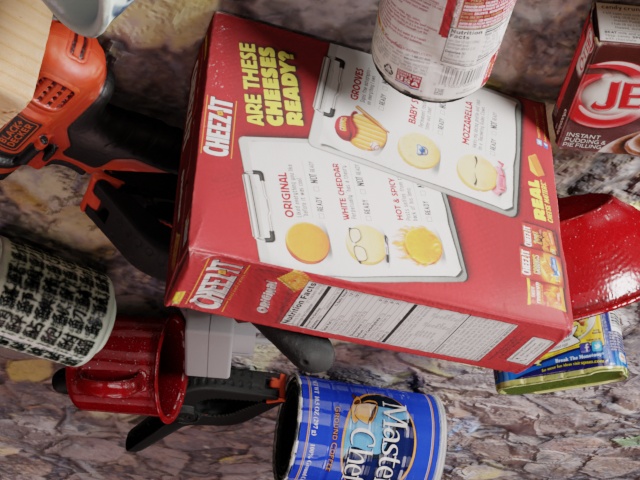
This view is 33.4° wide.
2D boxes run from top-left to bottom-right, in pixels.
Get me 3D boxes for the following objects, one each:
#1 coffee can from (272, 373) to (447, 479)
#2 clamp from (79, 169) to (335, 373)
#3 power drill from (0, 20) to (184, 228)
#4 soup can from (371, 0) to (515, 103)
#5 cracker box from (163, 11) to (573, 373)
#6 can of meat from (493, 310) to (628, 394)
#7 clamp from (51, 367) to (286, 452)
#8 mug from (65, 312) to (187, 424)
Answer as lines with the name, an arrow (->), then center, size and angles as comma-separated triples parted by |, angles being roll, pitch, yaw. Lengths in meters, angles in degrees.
coffee can -> 0.035, 0.185, 0.994 | 0.140, 0.103, 0.103 | 10, 147, -11
clamp -> -0.054, 0.001, 0.634 | 0.171, 0.120, 0.039 | 32, 119, -3
power drill -> -0.143, -0.045, 0.686 | 0.187, 0.057, 0.185 | 26, 141, -32
soup can -> 0.065, -0.125, 0.533 | 0.068, 0.068, 0.102 | 5, 148, -3
cracker box -> 0.027, -0.024, 0.607 | 0.213, 0.164, 0.072 | 12, 145, -15
can of meat -> 0.176, 0.068, 0.805 | 0.102, 0.084, 0.057 | -13, 160, 23
clamp -> -0.137, 0.149, 1.011 | 0.210, 0.036, 0.164 | -14, 145, 21
mug -> -0.164, 0.107, 0.885 | 0.081, 0.093, 0.117 | 3, -167, 9
